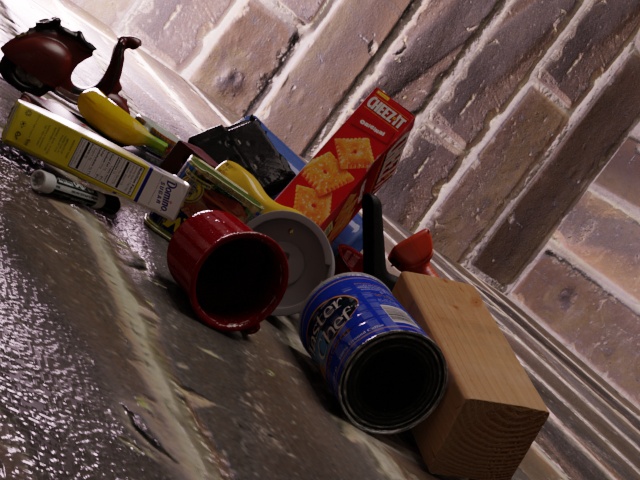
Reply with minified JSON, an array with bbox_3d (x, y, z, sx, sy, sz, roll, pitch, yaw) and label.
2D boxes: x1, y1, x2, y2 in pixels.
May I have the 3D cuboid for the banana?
[{"bbox_3d":[-0.245,-0.143,1.229,0.069,0.037,0.198,38,0,-40],"label":"banana"}]

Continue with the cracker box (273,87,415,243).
[{"bbox_3d":[0.020,-0.063,1.321,0.072,0.213,0.164,38,-21,8],"label":"cracker box"}]

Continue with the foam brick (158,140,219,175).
[{"bbox_3d":[-0.159,-0.069,1.253,0.053,0.078,0.051,40,6,24],"label":"foam brick"}]

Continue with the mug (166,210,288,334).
[{"bbox_3d":[-0.083,0.032,0.954,0.082,0.093,0.117,38,-26,56],"label":"mug"}]

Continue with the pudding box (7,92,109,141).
[{"bbox_3d":[-0.267,-0.110,1.146,0.113,0.039,0.090,38,6,8],"label":"pudding box"}]

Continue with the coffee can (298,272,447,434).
[{"bbox_3d":[0.046,0.102,0.997,0.102,0.103,0.140,33,8,-24],"label":"coffee can"}]

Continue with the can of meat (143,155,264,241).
[{"bbox_3d":[-0.122,-0.029,1.133,0.102,0.084,0.057,35,7,-11],"label":"can of meat"}]

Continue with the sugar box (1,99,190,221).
[{"bbox_3d":[-0.217,-0.079,1.031,0.176,0.048,0.093,24,2,-19],"label":"sugar box"}]

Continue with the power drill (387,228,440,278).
[{"bbox_3d":[0.154,0.080,1.317,0.188,0.057,0.184,61,-6,6],"label":"power drill"}]

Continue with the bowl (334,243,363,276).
[{"bbox_3d":[0.065,0.079,1.395,0.162,0.055,0.162,41,12,-11],"label":"bowl"}]

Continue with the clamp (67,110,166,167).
[{"bbox_3d":[-0.228,-0.102,1.292,0.120,0.039,0.171,42,13,36],"label":"clamp"}]

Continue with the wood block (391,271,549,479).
[{"bbox_3d":[0.129,0.128,1.041,0.090,0.091,0.206,12,28,-21],"label":"wood block"}]

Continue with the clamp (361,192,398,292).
[{"bbox_3d":[0.049,0.070,1.266,0.036,0.164,0.210,26,-29,58],"label":"clamp"}]

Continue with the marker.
[{"bbox_3d":[-0.225,-0.043,0.993,0.020,0.020,0.121,39,8,25],"label":"marker"}]
